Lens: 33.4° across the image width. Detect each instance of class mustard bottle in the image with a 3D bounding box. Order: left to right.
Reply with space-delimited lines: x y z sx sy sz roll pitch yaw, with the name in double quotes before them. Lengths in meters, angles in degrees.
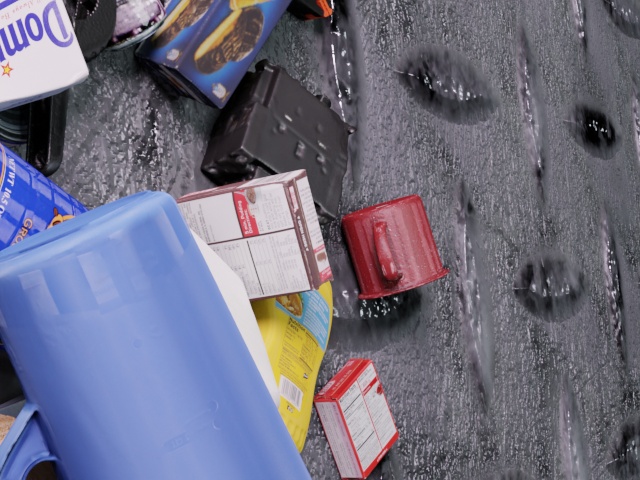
"mustard bottle" -0.031 0.075 0.892 0.096 0.058 0.191 46 47 -40

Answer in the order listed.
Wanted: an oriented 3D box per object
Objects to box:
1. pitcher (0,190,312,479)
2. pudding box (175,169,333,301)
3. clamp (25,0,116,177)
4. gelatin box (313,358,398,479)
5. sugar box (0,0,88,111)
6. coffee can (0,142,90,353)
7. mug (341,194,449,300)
"pitcher" -0.091 0.106 0.560 0.243 0.145 0.149 68 19 -9
"pudding box" -0.055 0.001 0.824 0.039 0.114 0.090 -31 109 -59
"clamp" -0.183 -0.137 0.671 0.120 0.039 0.171 49 45 -43
"gelatin box" 0.033 0.165 0.993 0.073 0.030 0.089 -40 115 -51
"sugar box" -0.202 -0.159 0.594 0.093 0.048 0.176 -30 102 -47
"coffee can" -0.183 0.011 0.640 0.140 0.103 0.102 43 49 -43
"mug" 0.066 0.006 1.020 0.117 0.093 0.081 -33 106 -76
